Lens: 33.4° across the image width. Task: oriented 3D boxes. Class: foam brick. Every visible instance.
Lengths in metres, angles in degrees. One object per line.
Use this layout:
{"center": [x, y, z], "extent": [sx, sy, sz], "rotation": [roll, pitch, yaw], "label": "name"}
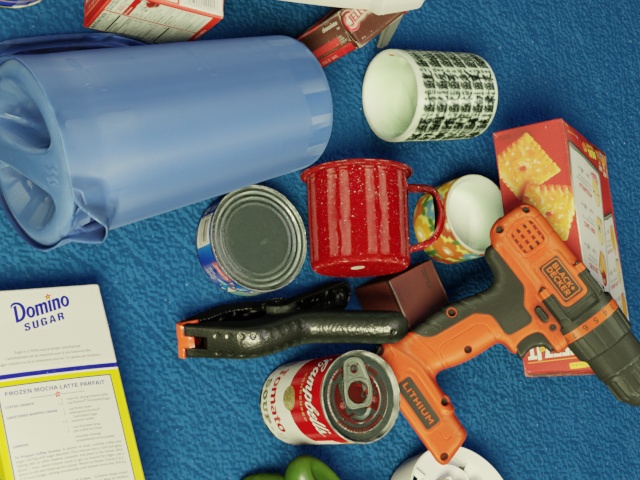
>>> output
{"center": [0.076, 0.063, 0.907], "extent": [0.052, 0.051, 0.078], "rotation": [-24, 93, -34], "label": "foam brick"}

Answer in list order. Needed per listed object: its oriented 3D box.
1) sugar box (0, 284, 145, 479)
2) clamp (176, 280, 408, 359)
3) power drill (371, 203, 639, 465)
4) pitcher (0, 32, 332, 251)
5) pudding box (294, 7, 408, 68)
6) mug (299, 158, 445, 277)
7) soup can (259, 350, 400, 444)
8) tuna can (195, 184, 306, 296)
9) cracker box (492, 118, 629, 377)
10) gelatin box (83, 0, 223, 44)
{"center": [-0.178, 0.118, 0.715], "extent": [0.093, 0.048, 0.176], "rotation": [-2, 60, -32], "label": "sugar box"}
{"center": [-0.029, 0.061, 0.830], "extent": [0.171, 0.120, 0.039], "rotation": [-3, 97, -13], "label": "clamp"}
{"center": [0.148, 0.092, 0.838], "extent": [0.187, 0.057, 0.184], "rotation": [-36, 83, -1], "label": "power drill"}
{"center": [-0.118, -0.091, 0.786], "extent": [0.242, 0.145, 0.149], "rotation": [-17, 100, -37], "label": "pitcher"}
{"center": [0.032, -0.191, 0.914], "extent": [0.113, 0.090, 0.039], "rotation": [-41, 104, -32], "label": "pudding box"}
{"center": [0.043, -0.016, 0.870], "extent": [0.117, 0.093, 0.081], "rotation": [-3, 79, 3], "label": "mug"}
{"center": [0.005, 0.122, 0.818], "extent": [0.068, 0.102, 0.068], "rotation": [7, 77, -29], "label": "soup can"}
{"center": [-0.056, 0.001, 0.850], "extent": [0.086, 0.034, 0.086], "rotation": [8, 75, -30], "label": "tuna can"}
{"center": [0.220, 0.014, 0.959], "extent": [0.164, 0.072, 0.214], "rotation": [13, 69, -62], "label": "cracker box"}
{"center": [-0.129, -0.181, 0.822], "extent": [0.089, 0.073, 0.030], "rotation": [9, 74, -29], "label": "gelatin box"}
